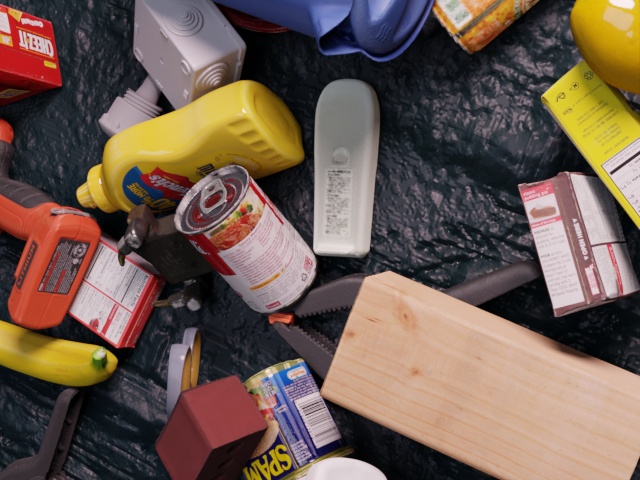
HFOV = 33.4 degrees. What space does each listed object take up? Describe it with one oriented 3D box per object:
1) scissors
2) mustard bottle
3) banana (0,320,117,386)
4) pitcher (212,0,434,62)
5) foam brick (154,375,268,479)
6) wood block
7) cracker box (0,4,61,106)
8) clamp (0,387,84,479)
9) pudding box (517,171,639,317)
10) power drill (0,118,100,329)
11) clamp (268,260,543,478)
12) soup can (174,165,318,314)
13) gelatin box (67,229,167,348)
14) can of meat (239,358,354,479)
[{"bbox_3d":[-0.115,0.159,0.895,0.016,0.096,0.202,7,124,2],"label":"scissors"},{"bbox_3d":[-0.116,-0.064,0.859,0.192,0.096,0.058,-18,65,23],"label":"mustard bottle"},{"bbox_3d":[-0.246,0.094,0.935,0.198,0.069,0.037,7,49,29],"label":"banana"},{"bbox_3d":[-0.034,-0.228,0.756,0.243,0.149,0.145,22,113,25],"label":"pitcher"},{"bbox_3d":[-0.083,0.148,0.806,0.051,0.052,0.078,55,138,26],"label":"foam brick"},{"bbox_3d":[0.117,0.103,0.734,0.206,0.090,0.090,23,98,14],"label":"wood block"},{"bbox_3d":[-0.362,-0.146,0.927,0.214,0.164,0.072,-15,83,22],"label":"cracker box"},{"bbox_3d":[-0.240,0.209,0.944,0.172,0.039,0.120,-29,78,21],"label":"clamp"},{"bbox_3d":[0.178,0.001,0.726,0.039,0.113,0.090,-19,82,26],"label":"pudding box"},{"bbox_3d":[-0.287,0.000,0.936,0.188,0.057,0.184,33,104,32],"label":"power drill"},{"bbox_3d":[0.060,0.089,0.817,0.210,0.036,0.164,5,92,20],"label":"clamp"},{"bbox_3d":[-0.055,0.001,0.823,0.069,0.102,0.068,-25,36,20],"label":"soup can"},{"bbox_3d":[-0.184,0.041,0.925,0.089,0.030,0.073,31,100,20],"label":"gelatin box"},{"bbox_3d":[-0.032,0.148,0.832,0.102,0.057,0.084,-42,70,48],"label":"can of meat"}]
